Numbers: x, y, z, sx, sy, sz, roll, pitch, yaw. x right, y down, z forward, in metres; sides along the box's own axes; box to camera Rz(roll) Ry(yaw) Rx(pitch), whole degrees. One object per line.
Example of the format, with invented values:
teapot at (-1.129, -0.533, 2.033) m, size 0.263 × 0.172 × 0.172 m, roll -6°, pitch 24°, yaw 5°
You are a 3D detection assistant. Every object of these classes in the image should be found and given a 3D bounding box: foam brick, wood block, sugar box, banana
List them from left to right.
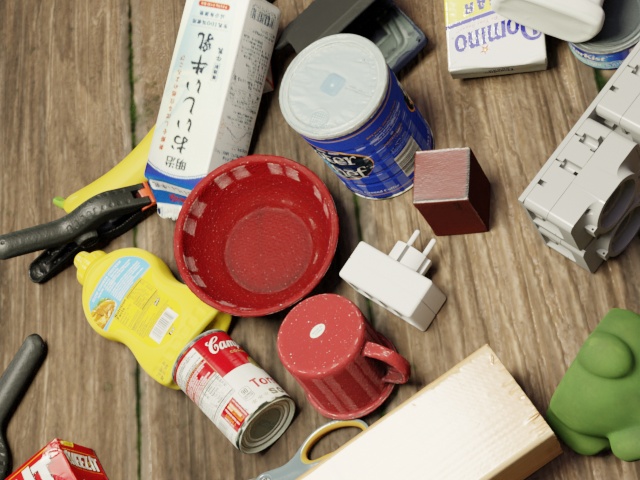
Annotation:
banana at (-0.208, -0.080, 1.152) m, size 0.198 × 0.037 × 0.070 m, roll -35°, pitch 59°, yaw 7°
wood block at (0.082, 0.186, 0.862) m, size 0.206 × 0.090 × 0.091 m, roll -35°, pitch 64°, yaw 3°
foam brick at (0.119, -0.043, 0.961) m, size 0.053 × 0.078 × 0.051 m, roll -4°, pitch 67°, yaw 21°
sugar box at (0.162, -0.246, 1.008) m, size 0.093 × 0.048 × 0.176 m, roll -5°, pitch 85°, yaw 13°

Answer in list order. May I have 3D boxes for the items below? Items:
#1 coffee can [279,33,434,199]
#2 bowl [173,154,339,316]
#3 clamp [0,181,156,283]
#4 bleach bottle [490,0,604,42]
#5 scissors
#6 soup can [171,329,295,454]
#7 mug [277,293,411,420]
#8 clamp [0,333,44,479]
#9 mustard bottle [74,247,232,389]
coffee can at (0.037, -0.112, 0.991) m, size 0.103 × 0.140 × 0.103 m, roll -9°, pitch 65°, yaw 21°
bowl at (-0.057, 0.001, 1.027) m, size 0.162 × 0.055 × 0.162 m, roll -4°, pitch 71°, yaw 12°
clamp at (-0.253, -0.007, 1.120) m, size 0.171 × 0.120 × 0.039 m, roll -23°, pitch 79°, yaw -10°
bleach bottle at (0.235, -0.312, 0.957) m, size 0.102 × 0.068 × 0.251 m, roll 19°, pitch 82°, yaw -4°
scissors at (-0.034, 0.230, 0.952) m, size 0.202 × 0.016 × 0.096 m, roll -32°, pitch 59°, yaw 10°
soup can at (-0.080, 0.139, 0.982) m, size 0.068 × 0.068 × 0.102 m, roll -49°, pitch 58°, yaw -1°
mug at (0.023, 0.101, 0.932) m, size 0.117 × 0.081 × 0.093 m, roll 11°, pitch 64°, yaw 31°
clamp at (-0.371, 0.202, 1.107) m, size 0.165 × 0.036 × 0.210 m, roll -6°, pitch 67°, yaw 22°
mustard bottle at (-0.182, 0.062, 1.067) m, size 0.192 × 0.058 × 0.096 m, roll 32°, pitch 88°, yaw 31°
